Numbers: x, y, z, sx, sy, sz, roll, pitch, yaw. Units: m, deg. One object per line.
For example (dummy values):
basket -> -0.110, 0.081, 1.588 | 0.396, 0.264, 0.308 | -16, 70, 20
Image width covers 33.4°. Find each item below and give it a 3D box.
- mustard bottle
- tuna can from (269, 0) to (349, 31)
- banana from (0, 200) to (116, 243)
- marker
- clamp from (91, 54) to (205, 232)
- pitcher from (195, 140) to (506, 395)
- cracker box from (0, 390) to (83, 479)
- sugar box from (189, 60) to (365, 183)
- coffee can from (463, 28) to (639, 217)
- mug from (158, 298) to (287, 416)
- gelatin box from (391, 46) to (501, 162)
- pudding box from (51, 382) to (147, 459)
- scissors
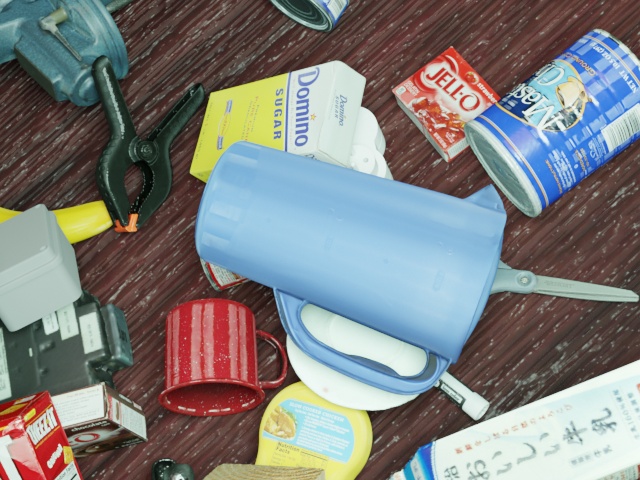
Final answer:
mustard bottle -> -0.009, 0.180, 0.911 | 0.096, 0.058, 0.191 | 14, 74, 19
tuna can -> -0.016, -0.247, 1.067 | 0.086, 0.086, 0.033 | 27, 80, 24
banana -> -0.295, -0.023, 1.086 | 0.198, 0.037, 0.069 | 9, 72, 19
marker -> 0.095, 0.112, 0.930 | 0.121, 0.020, 0.020 | 38, 83, 25
clamp -> -0.171, -0.093, 1.059 | 0.120, 0.039, 0.171 | 2, 91, -28
pitcher -> 0.021, 0.012, 0.883 | 0.243, 0.145, 0.149 | 18, 40, 8
cracker box -> -0.275, 0.255, 0.900 | 0.164, 0.072, 0.214 | -18, 98, 9
sugar box -> -0.043, -0.106, 1.002 | 0.177, 0.048, 0.093 | -8, 63, 45
coffee can -> 0.212, -0.102, 0.934 | 0.140, 0.102, 0.103 | -37, 64, 0
mug -> -0.086, 0.104, 0.955 | 0.117, 0.093, 0.081 | 4, 61, -15
gelatin box -> 0.122, -0.130, 1.011 | 0.073, 0.030, 0.089 | -36, 64, 0
pudding box -> -0.225, 0.168, 0.961 | 0.113, 0.090, 0.039 | -17, 65, 8
scissors -> 0.172, 0.019, 0.946 | 0.202, 0.016, 0.096 | -7, 67, 13
